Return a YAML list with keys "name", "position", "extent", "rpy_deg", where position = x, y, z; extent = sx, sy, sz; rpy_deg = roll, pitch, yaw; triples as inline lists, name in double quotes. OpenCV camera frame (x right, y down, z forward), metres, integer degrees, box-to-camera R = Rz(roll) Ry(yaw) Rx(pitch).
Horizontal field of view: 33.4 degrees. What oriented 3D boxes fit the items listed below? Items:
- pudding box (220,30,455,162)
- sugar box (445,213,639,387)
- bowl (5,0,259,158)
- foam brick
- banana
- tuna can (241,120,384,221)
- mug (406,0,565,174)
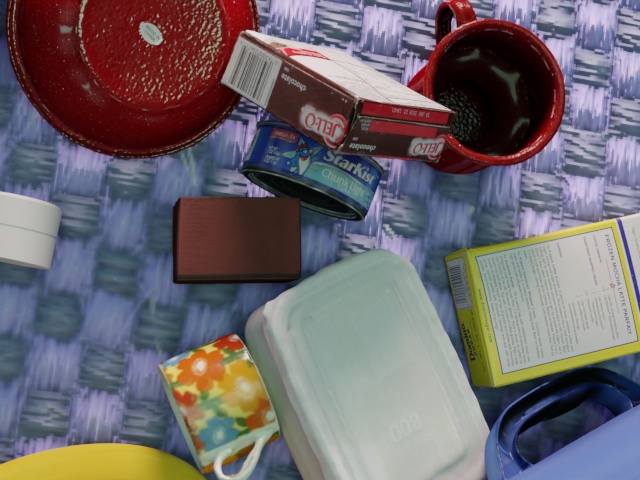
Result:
- name: "pudding box"
  position: [0.010, -0.085, 0.637]
  extent: [0.089, 0.114, 0.039]
  rpy_deg: [2, 117, -46]
- name: "sugar box"
  position: [0.180, 0.035, 0.721]
  extent: [0.176, 0.048, 0.093]
  rpy_deg: [-11, 87, -15]
- name: "bowl"
  position: [-0.106, -0.127, 0.650]
  extent: [0.162, 0.055, 0.162]
  rpy_deg: [-4, 102, -20]
- name: "foam brick"
  position: [-0.054, 0.001, 0.674]
  extent: [0.078, 0.053, 0.051]
  rpy_deg: [0, 85, -12]
- name: "banana"
  position: [-0.145, 0.156, 0.638]
  extent: [0.197, 0.037, 0.069]
  rpy_deg: [3, 61, -19]
- name: "tuna can"
  position: [-0.005, -0.043, 0.671]
  extent: [0.086, 0.086, 0.034]
  rpy_deg: [22, 82, -8]
- name: "mug"
  position: [0.097, -0.100, 0.698]
  extent: [0.093, 0.081, 0.117]
  rpy_deg: [-17, 88, -12]
